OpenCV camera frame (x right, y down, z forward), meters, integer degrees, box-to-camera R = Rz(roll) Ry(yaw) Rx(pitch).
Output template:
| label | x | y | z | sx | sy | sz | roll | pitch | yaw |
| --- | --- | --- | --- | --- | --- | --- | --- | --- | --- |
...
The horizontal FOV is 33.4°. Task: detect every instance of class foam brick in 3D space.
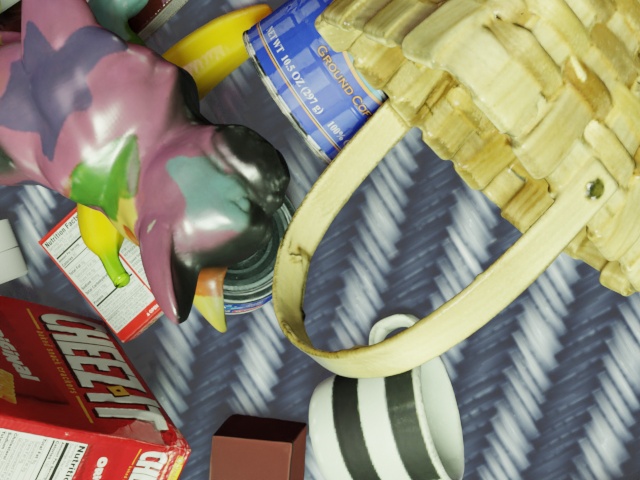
| label | x | y | z | sx | sy | sz | roll | pitch | yaw |
| --- | --- | --- | --- | --- | --- | --- | --- | --- | --- |
| foam brick | -0.040 | 0.156 | 0.684 | 0.053 | 0.051 | 0.078 | 5 | 98 | 10 |

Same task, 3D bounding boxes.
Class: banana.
| label | x | y | z | sx | sy | sz | roll | pitch | yaw |
| --- | --- | --- | --- | --- | --- | --- | --- | --- | --- |
| banana | -0.097 | -0.067 | 0.653 | 0.070 | 0.037 | 0.197 | 24 | 79 | 16 |

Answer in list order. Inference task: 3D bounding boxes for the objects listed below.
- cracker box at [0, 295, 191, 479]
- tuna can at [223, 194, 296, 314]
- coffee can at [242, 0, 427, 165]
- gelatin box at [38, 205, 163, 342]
| label | x | y | z | sx | sy | sz | roll | pitch | yaw |
| --- | --- | --- | --- | --- | --- | --- | --- | --- | --- |
| cracker box | -0.200 | 0.081 | 0.596 | 0.213 | 0.164 | 0.072 | 19 | 103 | -36 |
| tuna can | -0.054 | 0.001 | 0.655 | 0.086 | 0.034 | 0.086 | 3 | 76 | -11 |
| coffee can | 0.042 | -0.118 | 0.607 | 0.140 | 0.102 | 0.103 | -34 | 91 | 13 |
| gelatin box | -0.125 | 0.009 | 0.690 | 0.073 | 0.030 | 0.089 | -41 | 86 | 13 |
